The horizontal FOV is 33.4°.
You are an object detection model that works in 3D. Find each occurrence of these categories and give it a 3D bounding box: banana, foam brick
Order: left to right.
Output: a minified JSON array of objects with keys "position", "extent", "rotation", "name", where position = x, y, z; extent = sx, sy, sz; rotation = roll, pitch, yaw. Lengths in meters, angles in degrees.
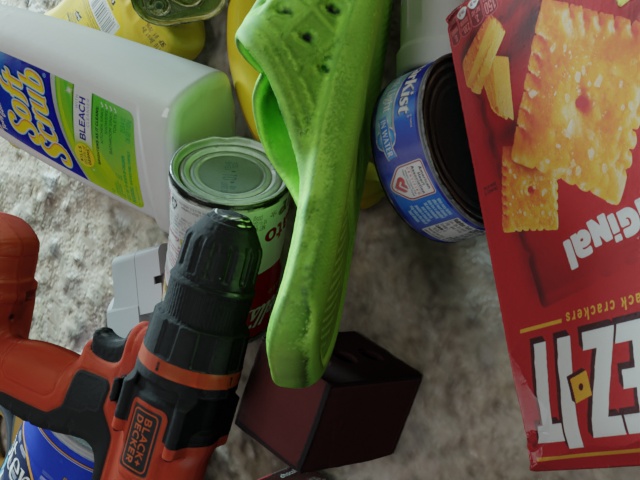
[{"position":[-0.014,-0.085,0.613],"extent":[0.069,0.037,0.198],"rotation":[-34,66,5],"name":"banana"},{"position":[0.005,0.082,0.558],"extent":[0.053,0.078,0.051],"rotation":[29,107,37],"name":"foam brick"}]

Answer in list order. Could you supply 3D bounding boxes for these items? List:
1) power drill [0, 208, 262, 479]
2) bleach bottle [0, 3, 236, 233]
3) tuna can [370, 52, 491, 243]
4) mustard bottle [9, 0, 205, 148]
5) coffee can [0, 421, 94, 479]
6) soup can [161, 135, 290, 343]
[{"position":[-0.123,0.049,0.565],"extent":[0.188,0.057,0.184],"rotation":[24,102,30],"name":"power drill"},{"position":[-0.172,-0.091,0.672],"extent":[0.251,0.068,0.102],"rotation":[21,130,25],"name":"bleach bottle"},{"position":[0.063,-0.043,0.504],"extent":[0.034,0.085,0.086],"rotation":[-18,76,42],"name":"tuna can"},{"position":[-0.161,-0.119,0.731],"extent":[0.192,0.058,0.096],"rotation":[-35,75,36],"name":"mustard bottle"},{"position":[-0.155,0.159,0.683],"extent":[0.103,0.102,0.140],"rotation":[44,117,34],"name":"coffee can"},{"position":[-0.054,0.001,0.598],"extent":[0.069,0.068,0.102],"rotation":[43,140,35],"name":"soup can"}]
